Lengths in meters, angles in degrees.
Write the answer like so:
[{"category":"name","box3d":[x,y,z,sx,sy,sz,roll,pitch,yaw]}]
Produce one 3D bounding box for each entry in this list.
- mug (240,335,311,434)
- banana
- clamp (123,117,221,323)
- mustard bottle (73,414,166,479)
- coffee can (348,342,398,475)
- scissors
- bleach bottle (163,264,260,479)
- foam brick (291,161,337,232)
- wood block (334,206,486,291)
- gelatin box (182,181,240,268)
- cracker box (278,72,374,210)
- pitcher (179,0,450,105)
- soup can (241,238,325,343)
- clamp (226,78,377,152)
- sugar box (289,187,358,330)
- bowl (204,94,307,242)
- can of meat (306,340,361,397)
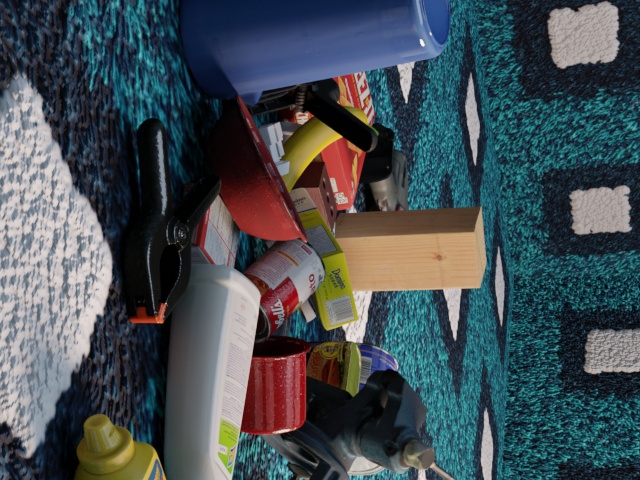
[{"category":"mug","box3d":[-0.051,0.144,1.086,0.117,0.093,0.081,-20,111,-66]},{"category":"banana","box3d":[-0.006,-0.105,1.238,0.197,0.037,0.069,-37,111,-28]},{"category":"clamp","box3d":[-0.129,-0.008,0.925,0.120,0.039,0.171,27,66,-55]},{"category":"mustard bottle","box3d":[-0.144,0.211,0.809,0.096,0.058,0.191,-69,151,-57]},{"category":"coffee can","box3d":[0.044,0.218,1.381,0.103,0.103,0.140,68,25,-49]},{"category":"scissors","box3d":[-0.058,0.001,1.203,0.201,0.016,0.096,63,-6,-17]},{"category":"bleach bottle","box3d":[-0.105,0.154,0.951,0.102,0.068,0.251,49,43,-64]},{"category":"foam brick","box3d":[-0.014,-0.051,1.315,0.053,0.051,0.078,-75,156,-47]},{"category":"wood block","box3d":[0.122,0.013,1.501,0.090,0.206,0.091,-59,144,-62]},{"category":"gelatin box","box3d":[-0.108,-0.002,1.021,0.089,0.030,0.073,63,27,-55]},{"category":"cracker box","box3d":[0.014,-0.166,1.394,0.213,0.072,0.164,-74,155,-49]},{"category":"pitcher","box3d":[-0.007,-0.224,1.024,0.149,0.243,0.145,21,67,-64]},{"category":"soup can","box3d":[-0.050,0.048,1.086,0.102,0.069,0.068,-43,132,-40]},{"category":"clamp","box3d":[-0.031,-0.165,1.203,0.210,0.164,0.036,-107,-150,-59]},{"category":"sugar box","box3d":[-0.006,0.017,1.215,0.176,0.048,0.093,-115,-169,-59]},{"category":"bowl","box3d":[-0.070,-0.060,1.054,0.162,0.055,0.162,-26,91,-88]},{"category":"can of meat","box3d":[-0.001,0.168,1.268,0.057,0.084,0.102,67,26,-50]}]
